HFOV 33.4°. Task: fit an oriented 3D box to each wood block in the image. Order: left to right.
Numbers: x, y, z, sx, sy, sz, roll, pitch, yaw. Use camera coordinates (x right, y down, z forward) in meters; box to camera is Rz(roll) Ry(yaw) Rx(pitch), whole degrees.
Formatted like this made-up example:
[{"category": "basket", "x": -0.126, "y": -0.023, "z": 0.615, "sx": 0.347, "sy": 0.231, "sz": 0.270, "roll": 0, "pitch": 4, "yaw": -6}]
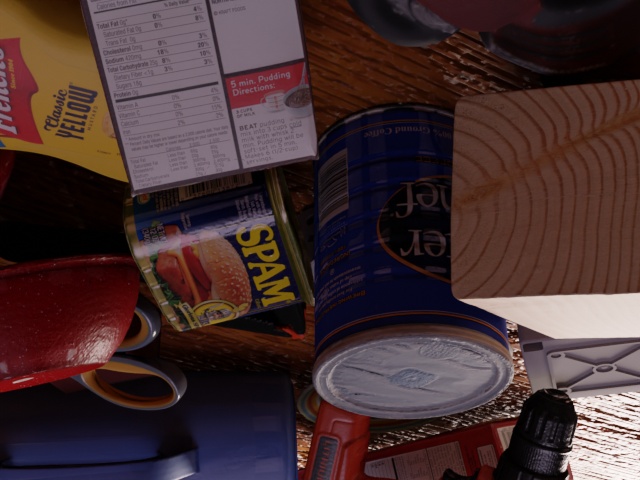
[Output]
[{"category": "wood block", "x": 0.137, "y": -0.004, "z": 0.527, "sx": 0.091, "sy": 0.090, "sz": 0.205, "roll": -2, "pitch": 169, "yaw": 24}]

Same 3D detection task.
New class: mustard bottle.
[{"category": "mustard bottle", "x": -0.147, "y": -0.084, "z": 0.499, "sx": 0.191, "sy": 0.058, "sz": 0.096, "roll": 12, "pitch": 137, "yaw": -18}]

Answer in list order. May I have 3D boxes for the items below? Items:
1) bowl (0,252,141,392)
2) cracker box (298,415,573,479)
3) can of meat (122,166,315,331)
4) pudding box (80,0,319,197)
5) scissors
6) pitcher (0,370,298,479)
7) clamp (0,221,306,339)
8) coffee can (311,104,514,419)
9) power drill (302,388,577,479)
[{"category": "bowl", "x": -0.170, "y": 0.053, "z": 0.598, "sx": 0.162, "sy": 0.055, "sz": 0.162, "roll": -13, "pitch": 172, "yaw": -2}, {"category": "cracker box", "x": 0.087, "y": 0.206, "z": 0.913, "sx": 0.214, "sy": 0.072, "sz": 0.164, "roll": -20, "pitch": 166, "yaw": 27}, {"category": "can of meat", "x": -0.054, "y": 0.001, "z": 0.588, "sx": 0.084, "sy": 0.057, "sz": 0.102, "roll": -14, "pitch": 139, "yaw": 3}, {"category": "pudding box", "x": -0.051, "y": -0.083, "z": 0.461, "sx": 0.090, "sy": 0.039, "sz": 0.113, "roll": -11, "pitch": 113, "yaw": -3}, {"category": "scissors", "x": -0.184, "y": 0.062, "z": 0.705, "sx": 0.202, "sy": 0.016, "sz": 0.096, "roll": 13, "pitch": 121, "yaw": 10}, {"category": "pitcher", "x": -0.140, "y": 0.162, "z": 0.828, "sx": 0.242, "sy": 0.149, "sz": 0.145, "roll": -2, "pitch": 135, "yaw": -3}, {"category": "clamp", "x": -0.091, "y": 0.013, "z": 0.678, "sx": 0.165, "sy": 0.036, "sz": 0.209, "roll": -20, "pitch": 140, "yaw": 29}, {"category": "coffee can", "x": 0.046, "y": 0.012, "z": 0.579, "sx": 0.103, "sy": 0.140, "sz": 0.103, "roll": 0, "pitch": 148, "yaw": 0}, {"category": "power drill", "x": 0.084, "y": 0.172, "z": 0.785, "sx": 0.188, "sy": 0.184, "sz": 0.057, "roll": 19, "pitch": -168, "yaw": 24}]
